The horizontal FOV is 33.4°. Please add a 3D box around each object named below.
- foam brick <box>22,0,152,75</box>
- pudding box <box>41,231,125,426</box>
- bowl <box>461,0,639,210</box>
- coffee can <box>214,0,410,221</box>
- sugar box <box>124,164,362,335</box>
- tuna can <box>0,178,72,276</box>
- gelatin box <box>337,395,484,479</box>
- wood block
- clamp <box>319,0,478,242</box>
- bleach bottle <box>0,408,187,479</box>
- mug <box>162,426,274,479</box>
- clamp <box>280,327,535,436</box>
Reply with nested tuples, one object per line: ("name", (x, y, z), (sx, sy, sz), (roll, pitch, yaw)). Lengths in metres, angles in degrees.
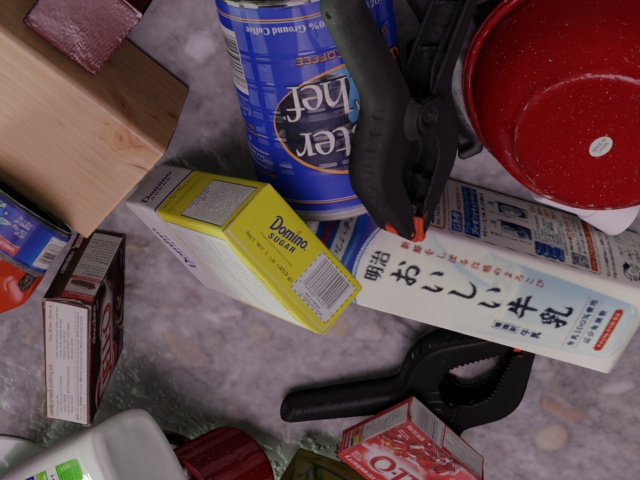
("foam brick", (-0.131, -0.145, 0.634), (0.051, 0.078, 0.053), (39, 119, -18))
("pudding box", (-0.169, 0.062, 0.771), (0.039, 0.090, 0.113), (7, 124, 2))
("bowl", (0.157, -0.070, 0.597), (0.162, 0.055, 0.162), (9, 134, 9))
("coffee can", (-0.001, -0.097, 0.639), (0.103, 0.102, 0.140), (-6, 123, 9))
("sugar box", (-0.054, 0.000, 0.678), (0.048, 0.176, 0.093), (-47, 116, -12))
("tuna can", (-0.198, -0.016, 0.664), (0.086, 0.086, 0.034), (37, 88, -19))
("gelatin box", (0.070, 0.166, 0.814), (0.073, 0.030, 0.089), (-32, 117, 32))
("wood block", (-0.194, -0.110, 0.657), (0.206, 0.090, 0.091), (37, 120, -19))
("clamp", (0.040, -0.075, 0.583), (0.120, 0.039, 0.171), (-14, 118, -37))
("bleach bottle", (-0.208, 0.218, 0.842), (0.251, 0.067, 0.102), (-32, 82, 38))
("mug", (-0.099, 0.192, 0.849), (0.117, 0.081, 0.093), (33, 118, 25))
("clamp", (0.094, 0.128, 0.823), (0.164, 0.036, 0.210), (40, 122, -22))
